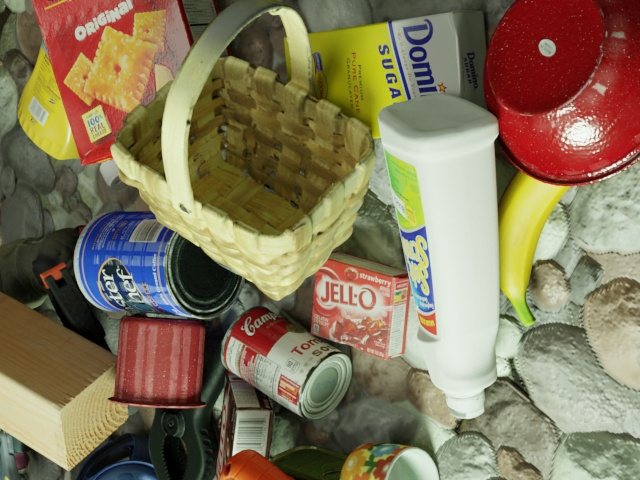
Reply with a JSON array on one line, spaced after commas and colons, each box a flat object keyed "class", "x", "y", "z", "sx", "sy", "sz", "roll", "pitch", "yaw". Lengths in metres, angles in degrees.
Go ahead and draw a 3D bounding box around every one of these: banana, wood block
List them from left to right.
[{"class": "wood block", "x": -0.303, "y": 0.131, "z": 1.081, "sx": 0.206, "sy": 0.090, "sz": 0.090, "roll": 24, "pitch": 132, "yaw": 25}, {"class": "banana", "x": 0.171, "y": -0.033, "z": 0.775, "sx": 0.070, "sy": 0.037, "sz": 0.198, "roll": 32, "pitch": 120, "yaw": 15}]

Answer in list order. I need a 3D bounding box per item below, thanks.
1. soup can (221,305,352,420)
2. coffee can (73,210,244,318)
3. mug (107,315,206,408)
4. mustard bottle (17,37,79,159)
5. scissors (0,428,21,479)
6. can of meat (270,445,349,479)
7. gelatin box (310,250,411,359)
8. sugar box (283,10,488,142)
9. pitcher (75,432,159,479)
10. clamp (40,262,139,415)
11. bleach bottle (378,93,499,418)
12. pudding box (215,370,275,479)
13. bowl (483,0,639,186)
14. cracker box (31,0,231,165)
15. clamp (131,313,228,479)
[{"class": "soup can", "x": -0.031, "y": 0.110, "z": 0.958, "sx": 0.102, "sy": 0.068, "sz": 0.068, "roll": 27, "pitch": 114, "yaw": 36}, {"class": "coffee can", "x": -0.156, "y": 0.021, "z": 1.034, "sx": 0.141, "sy": 0.102, "sz": 0.103, "roll": 1, "pitch": 98, "yaw": 42}, {"class": "mug", "x": -0.155, "y": 0.115, "z": 1.030, "sx": 0.117, "sy": 0.093, "sz": 0.081, "roll": 166, "pitch": 108, "yaw": -78}, {"class": "mustard bottle", "x": -0.257, "y": -0.186, "z": 1.121, "sx": 0.096, "sy": 0.058, "sz": 0.192, "roll": 47, "pitch": 125, "yaw": 27}, {"class": "scissors", "x": -0.348, "y": 0.231, "z": 1.174, "sx": 0.096, "sy": 0.016, "sz": 0.202, "roll": -44, "pitch": 57, "yaw": 55}, {"class": "can of meat", "x": 0.006, "y": 0.239, "z": 0.955, "sx": 0.102, "sy": 0.057, "sz": 0.084, "roll": 7, "pitch": 104, "yaw": 42}, {"class": "gelatin box", "x": 0.033, "y": 0.054, "z": 0.916, "sx": 0.089, "sy": 0.030, "sz": 0.073, "roll": 16, "pitch": 107, "yaw": 39}, {"class": "sugar box", "x": 0.050, "y": -0.128, "z": 0.859, "sx": 0.177, "sy": 0.048, "sz": 0.093, "roll": 1, "pitch": 100, "yaw": 44}, {"class": "pitcher", "x": -0.256, "y": 0.321, "z": 1.171, "sx": 0.243, "sy": 0.149, "sz": 0.145, "roll": -30, "pitch": 92, "yaw": 44}, {"class": "clamp", "x": -0.251, "y": 0.103, "z": 1.135, "sx": 0.120, "sy": 0.039, "sz": 0.171, "roll": -1, "pitch": 115, "yaw": 59}, {"class": "bleach bottle", "x": 0.099, "y": 0.023, "z": 0.795, "sx": 0.103, "sy": 0.068, "sz": 0.251, "roll": -132, "pitch": 29, "yaw": -64}, {"class": "pudding box", "x": -0.073, "y": 0.191, "z": 1.003, "sx": 0.090, "sy": 0.039, "sz": 0.113, "roll": -126, "pitch": 43, "yaw": -69}, {"class": "bowl", "x": 0.165, "y": -0.120, "z": 0.718, "sx": 0.162, "sy": 0.055, "sz": 0.162, "roll": -14, "pitch": 69, "yaw": 42}, {"class": "cracker box", "x": -0.178, "y": -0.194, "z": 1.002, "sx": 0.164, "sy": 0.072, "sz": 0.214, "roll": -13, "pitch": 96, "yaw": 30}, {"class": "clamp", "x": -0.133, "y": 0.179, "z": 1.084, "sx": 0.165, "sy": 0.036, "sz": 0.210, "roll": -4, "pitch": 91, "yaw": 43}]
